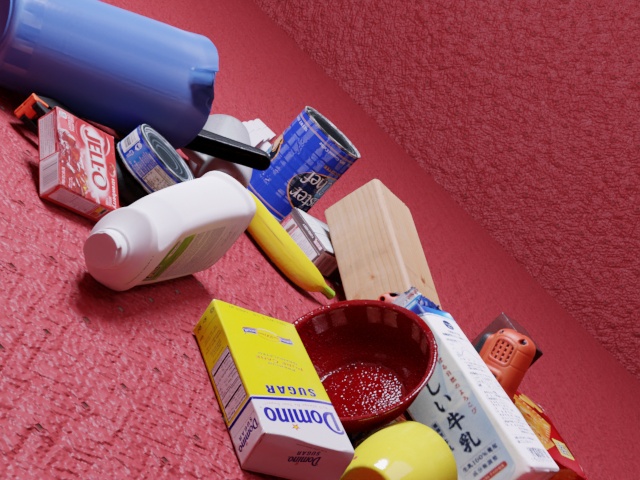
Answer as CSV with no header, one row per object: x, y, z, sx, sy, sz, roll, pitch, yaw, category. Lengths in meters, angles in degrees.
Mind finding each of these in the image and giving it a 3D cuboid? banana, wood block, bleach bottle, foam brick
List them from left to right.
-0.137,-0.008,0.941,0.068,0.103,0.250,40,11,7,bleach bottle
-0.059,-0.001,1.318,0.198,0.037,0.069,49,-5,17,banana
0.082,0.033,1.391,0.090,0.090,0.206,40,26,-41,wood block
0.221,0.139,1.306,0.053,0.078,0.051,34,16,-39,foam brick

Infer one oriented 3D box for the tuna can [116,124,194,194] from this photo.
-0.167,-0.077,1.093,0.086,0.034,0.086,49,9,-11,tuna can

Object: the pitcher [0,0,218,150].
-0.241,-0.186,1.117,0.242,0.149,0.145,16,36,-42,pitcher

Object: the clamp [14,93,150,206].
-0.226,-0.085,1.064,0.171,0.039,0.120,29,17,-51,clamp

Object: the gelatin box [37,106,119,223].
-0.221,-0.069,0.976,0.073,0.030,0.089,29,43,-48,gelatin box

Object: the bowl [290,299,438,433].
0.032,0.128,1.004,0.162,0.162,0.055,-119,-166,-52,bowl

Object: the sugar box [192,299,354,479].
-0.042,0.126,0.905,0.093,0.048,0.176,20,21,-32,sugar box

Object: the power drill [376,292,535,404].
0.116,0.152,1.140,0.188,0.184,0.057,28,-1,34,power drill

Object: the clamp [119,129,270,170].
-0.170,-0.126,1.260,0.164,0.036,0.210,-17,51,-41,clamp

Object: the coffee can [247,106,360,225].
-0.029,-0.100,1.474,0.102,0.140,0.103,41,13,-12,coffee can

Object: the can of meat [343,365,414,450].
0.065,0.184,1.053,0.102,0.057,0.084,36,17,-32,can of meat

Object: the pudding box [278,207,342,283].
0.004,0.010,1.458,0.113,0.039,0.090,29,20,-53,pudding box
